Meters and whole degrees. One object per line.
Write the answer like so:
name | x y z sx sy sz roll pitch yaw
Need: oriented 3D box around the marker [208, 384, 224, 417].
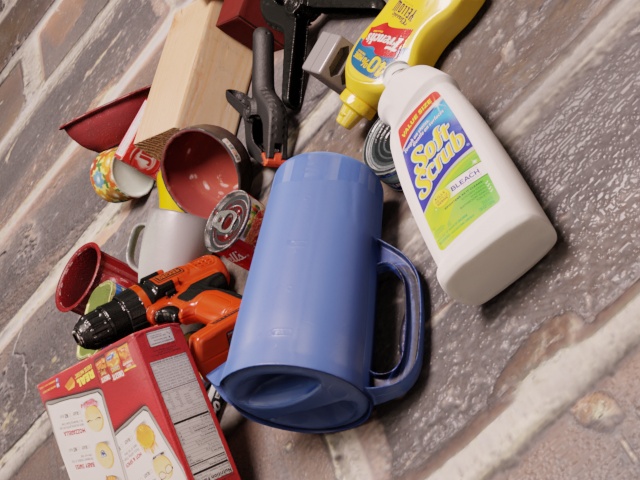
marker | -0.114 0.181 1.090 0.020 0.020 0.121 1 67 52

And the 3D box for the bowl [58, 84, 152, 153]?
bowl | -0.277 -0.164 1.475 0.162 0.055 0.162 -23 8 3

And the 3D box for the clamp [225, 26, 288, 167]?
clamp | -0.074 -0.149 1.249 0.120 0.039 0.171 126 141 -56

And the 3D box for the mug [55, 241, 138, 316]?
mug | -0.259 0.059 1.307 0.117 0.081 0.093 -8 59 49

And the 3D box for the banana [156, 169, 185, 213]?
banana | -0.190 -0.024 1.320 0.070 0.037 0.198 -29 45 36

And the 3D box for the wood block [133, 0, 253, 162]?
wood block | -0.152 -0.198 1.354 0.091 0.090 0.206 -16 53 45

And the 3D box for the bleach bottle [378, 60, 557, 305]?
bleach bottle | 0.105 -0.068 0.927 0.103 0.068 0.251 -41 46 17

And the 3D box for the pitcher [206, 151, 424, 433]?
pitcher | 0.004 0.042 0.966 0.145 0.149 0.242 -40 33 50

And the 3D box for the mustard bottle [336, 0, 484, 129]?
mustard bottle | 0.079 -0.195 1.089 0.192 0.058 0.096 -54 46 10

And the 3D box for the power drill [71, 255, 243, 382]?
power drill | -0.141 0.081 1.092 0.184 0.057 0.188 -28 30 -28

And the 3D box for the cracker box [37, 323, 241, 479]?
cracker box | -0.164 0.204 1.005 0.164 0.071 0.214 -29 81 38

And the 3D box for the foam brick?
foam brick | -0.081 -0.275 1.334 0.053 0.078 0.051 -6 63 50

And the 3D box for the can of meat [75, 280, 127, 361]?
can of meat | -0.227 0.106 1.229 0.058 0.083 0.102 -25 48 39

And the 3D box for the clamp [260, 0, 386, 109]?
clamp | -0.011 -0.276 1.254 0.165 0.036 0.210 -38 54 24

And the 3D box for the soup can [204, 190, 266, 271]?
soup can | -0.057 0.001 1.077 0.069 0.102 0.068 -31 44 35

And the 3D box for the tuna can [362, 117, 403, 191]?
tuna can | 0.082 -0.093 1.032 0.086 0.033 0.086 -31 44 35

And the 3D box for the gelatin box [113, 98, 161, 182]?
gelatin box | -0.216 -0.129 1.399 0.030 0.073 0.089 26 86 56
